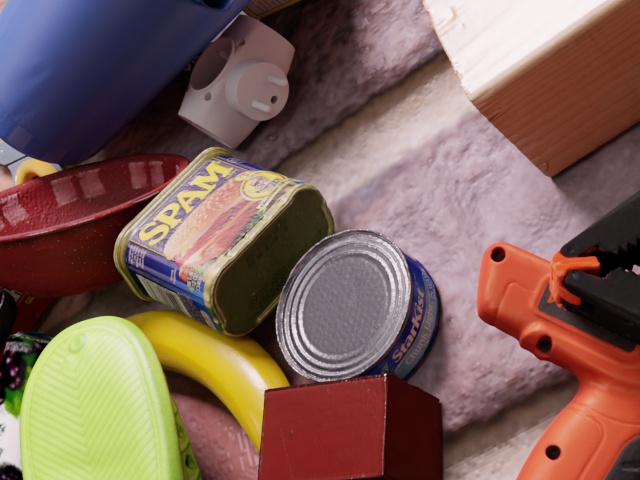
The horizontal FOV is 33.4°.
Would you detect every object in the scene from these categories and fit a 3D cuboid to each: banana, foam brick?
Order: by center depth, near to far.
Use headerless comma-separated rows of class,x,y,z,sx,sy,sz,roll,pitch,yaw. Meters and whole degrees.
foam brick,0.015,0.100,0.531,0.078,0.052,0.051,-12,61,33
banana,-0.069,0.079,0.620,0.198,0.037,0.069,30,88,43

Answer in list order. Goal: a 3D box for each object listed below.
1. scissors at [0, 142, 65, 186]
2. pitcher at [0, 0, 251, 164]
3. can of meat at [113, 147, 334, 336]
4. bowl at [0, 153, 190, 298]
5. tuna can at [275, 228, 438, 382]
scissors,-0.237,-0.082,0.851,0.202,0.016,0.096,36,91,43
pitcher,-0.132,-0.163,0.693,0.243,0.145,0.149,-38,9,40
can of meat,-0.054,0.001,0.620,0.084,0.057,0.102,21,59,40
bowl,-0.155,-0.006,0.686,0.162,0.161,0.055,2,113,39
tuna can,0.020,0.039,0.571,0.086,0.033,0.086,-18,58,31
